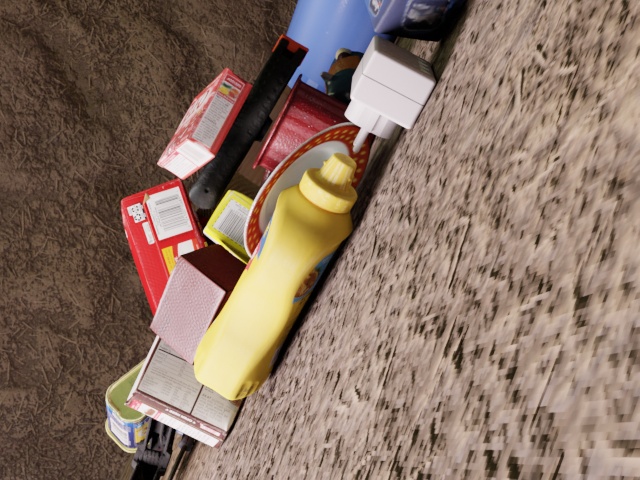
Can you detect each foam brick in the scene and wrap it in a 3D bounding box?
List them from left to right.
[{"bbox_3d":[-0.092,0.050,0.858,0.051,0.053,0.078,-20,-38,-54],"label":"foam brick"}]

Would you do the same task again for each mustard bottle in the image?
[{"bbox_3d":[-0.025,0.020,0.776,0.192,0.058,0.096,-60,-4,23],"label":"mustard bottle"}]

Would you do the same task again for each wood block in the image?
[{"bbox_3d":[-0.048,-0.096,1.234,0.090,0.091,0.205,-56,3,45],"label":"wood block"}]

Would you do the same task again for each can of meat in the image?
[{"bbox_3d":[-0.190,0.176,1.186,0.102,0.057,0.084,-39,-19,-27],"label":"can of meat"}]

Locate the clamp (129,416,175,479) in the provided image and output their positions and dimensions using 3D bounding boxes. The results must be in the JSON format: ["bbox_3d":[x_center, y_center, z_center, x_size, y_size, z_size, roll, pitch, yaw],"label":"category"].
[{"bbox_3d":[-0.171,0.215,1.103,0.210,0.036,0.164,121,168,-84],"label":"clamp"}]

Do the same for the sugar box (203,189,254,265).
[{"bbox_3d":[-0.056,0.002,0.949,0.048,0.093,0.176,-55,4,-7],"label":"sugar box"}]

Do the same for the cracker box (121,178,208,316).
[{"bbox_3d":[-0.144,0.039,1.120,0.072,0.164,0.214,-19,-6,-5],"label":"cracker box"}]

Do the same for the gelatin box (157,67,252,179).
[{"bbox_3d":[-0.098,-0.097,0.896,0.073,0.030,0.089,-64,17,-20],"label":"gelatin box"}]

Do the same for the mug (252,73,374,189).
[{"bbox_3d":[-0.009,-0.077,0.942,0.117,0.081,0.093,-61,6,15],"label":"mug"}]

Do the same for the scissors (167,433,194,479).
[{"bbox_3d":[-0.136,0.202,1.160,0.096,0.016,0.201,-59,8,37],"label":"scissors"}]

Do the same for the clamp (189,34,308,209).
[{"bbox_3d":[-0.067,-0.099,0.943,0.171,0.039,0.120,-58,12,-7],"label":"clamp"}]

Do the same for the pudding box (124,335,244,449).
[{"bbox_3d":[-0.103,0.108,0.916,0.039,0.090,0.113,-55,11,53],"label":"pudding box"}]

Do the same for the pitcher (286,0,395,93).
[{"bbox_3d":[0.039,-0.278,1.183,0.149,0.145,0.243,-38,-19,-50],"label":"pitcher"}]
